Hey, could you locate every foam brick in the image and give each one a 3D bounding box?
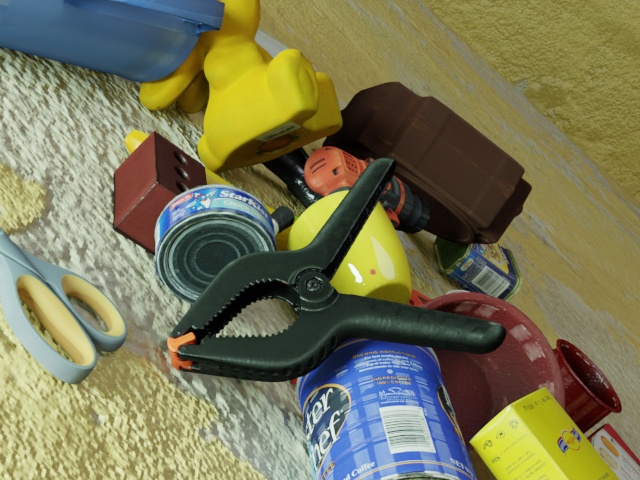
[{"bbox_3d":[-0.118,-0.033,0.787,0.053,0.051,0.078,34,22,-29],"label":"foam brick"}]

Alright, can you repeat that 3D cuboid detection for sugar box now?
[{"bbox_3d":[0.177,0.181,0.693,0.176,0.048,0.093,50,21,17],"label":"sugar box"}]

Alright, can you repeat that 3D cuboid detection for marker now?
[{"bbox_3d":[-0.055,0.001,0.838,0.020,0.020,0.120,47,38,4],"label":"marker"}]

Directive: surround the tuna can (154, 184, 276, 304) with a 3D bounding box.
[{"bbox_3d":[-0.073,0.005,0.750,0.086,0.086,0.034,35,24,-28],"label":"tuna can"}]

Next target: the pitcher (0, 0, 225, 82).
[{"bbox_3d":[-0.200,-0.201,0.834,0.242,0.149,0.145,-3,63,-60],"label":"pitcher"}]

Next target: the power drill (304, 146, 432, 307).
[{"bbox_3d":[0.068,0.011,1.016,0.184,0.057,0.188,22,41,-48],"label":"power drill"}]

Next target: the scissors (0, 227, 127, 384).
[{"bbox_3d":[-0.183,0.002,0.641,0.202,0.016,0.096,53,19,20],"label":"scissors"}]

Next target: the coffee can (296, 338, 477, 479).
[{"bbox_3d":[0.043,0.138,0.695,0.102,0.103,0.140,35,22,-27],"label":"coffee can"}]

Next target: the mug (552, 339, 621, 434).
[{"bbox_3d":[0.234,0.151,1.079,0.117,0.082,0.093,49,20,10],"label":"mug"}]

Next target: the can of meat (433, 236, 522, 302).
[{"bbox_3d":[0.185,0.025,1.269,0.084,0.057,0.102,36,21,-19],"label":"can of meat"}]

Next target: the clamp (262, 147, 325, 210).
[{"bbox_3d":[-0.016,-0.067,1.079,0.171,0.039,0.120,47,23,-13],"label":"clamp"}]

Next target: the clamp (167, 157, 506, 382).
[{"bbox_3d":[0.005,0.043,0.695,0.165,0.209,0.036,52,-21,29],"label":"clamp"}]

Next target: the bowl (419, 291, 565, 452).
[{"bbox_3d":[0.113,0.125,0.858,0.162,0.162,0.055,43,-24,-6],"label":"bowl"}]
